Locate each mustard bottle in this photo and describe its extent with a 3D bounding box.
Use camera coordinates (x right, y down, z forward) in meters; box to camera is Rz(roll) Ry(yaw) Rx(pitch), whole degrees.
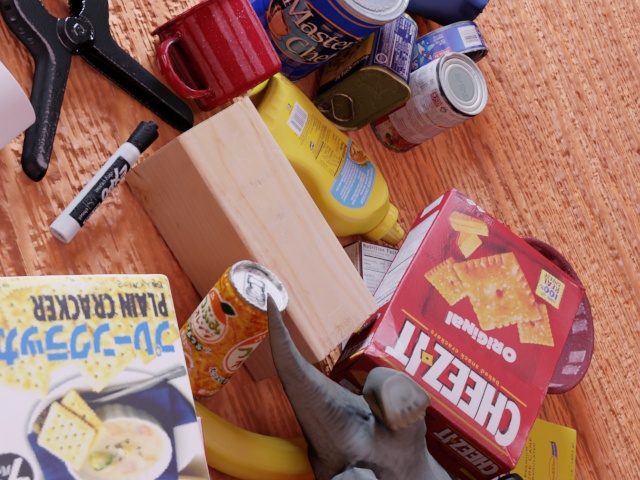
[{"bbox_3d":[0.006,-0.060,0.972,0.191,0.058,0.096,41,41,-21],"label":"mustard bottle"}]

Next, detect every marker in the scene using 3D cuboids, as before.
[{"bbox_3d":[-0.167,-0.049,0.835,0.020,0.020,0.121,44,67,-18],"label":"marker"}]

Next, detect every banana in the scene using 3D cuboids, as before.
[{"bbox_3d":[-0.051,0.161,0.860,0.197,0.037,0.069,28,59,-29],"label":"banana"}]

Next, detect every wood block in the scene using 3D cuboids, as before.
[{"bbox_3d":[-0.056,0.001,0.879,0.090,0.091,0.206,-38,99,-42],"label":"wood block"}]

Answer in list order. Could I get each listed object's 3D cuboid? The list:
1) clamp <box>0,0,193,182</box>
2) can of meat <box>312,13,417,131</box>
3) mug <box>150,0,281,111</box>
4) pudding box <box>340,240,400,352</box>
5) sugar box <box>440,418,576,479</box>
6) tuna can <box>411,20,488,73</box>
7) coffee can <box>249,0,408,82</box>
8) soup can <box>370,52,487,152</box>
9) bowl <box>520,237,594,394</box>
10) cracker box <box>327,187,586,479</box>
[{"bbox_3d":[-0.193,-0.160,0.863,0.164,0.036,0.210,-16,89,-43],"label":"clamp"},{"bbox_3d":[0.043,-0.164,1.014,0.057,0.102,0.084,29,56,-28],"label":"can of meat"},{"bbox_3d":[-0.092,-0.159,0.908,0.117,0.093,0.081,-40,106,-47],"label":"mug"},{"bbox_3d":[0.062,0.062,0.988,0.089,0.039,0.113,12,65,-34],"label":"pudding box"},{"bbox_3d":[0.173,0.208,1.007,0.176,0.048,0.093,22,66,-40],"label":"sugar box"},{"bbox_3d":[0.127,-0.193,1.102,0.085,0.086,0.034,-16,83,-41],"label":"tuna can"},{"bbox_3d":[-0.002,-0.216,0.968,0.102,0.141,0.103,15,65,-35],"label":"coffee can"},{"bbox_3d":[0.105,-0.136,1.052,0.068,0.102,0.068,15,65,-35],"label":"soup can"},{"bbox_3d":[0.206,0.081,1.086,0.161,0.055,0.162,15,66,-35],"label":"bowl"},{"bbox_3d":[0.127,0.080,0.941,0.164,0.072,0.213,38,52,-7],"label":"cracker box"}]
